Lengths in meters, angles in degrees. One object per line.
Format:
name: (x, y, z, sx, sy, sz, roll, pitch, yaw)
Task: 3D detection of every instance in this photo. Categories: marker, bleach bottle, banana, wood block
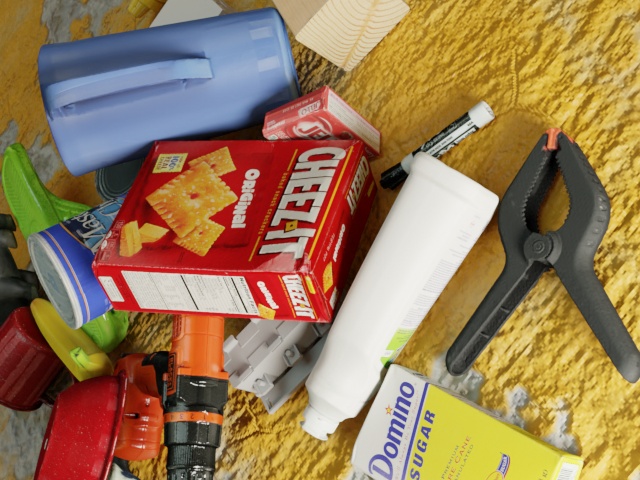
marker: (0.101, -0.082, 0.952, 0.121, 0.020, 0.020, -36, 55, 25)
bleach bottle: (0.054, 0.054, 0.886, 0.068, 0.102, 0.251, 33, 97, 24)
banana: (-0.251, 0.107, 1.095, 0.037, 0.069, 0.198, -32, 23, -19)
wood block: (-0.009, -0.279, 1.067, 0.091, 0.090, 0.206, -44, 52, 19)

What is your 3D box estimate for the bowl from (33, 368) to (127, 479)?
bowl: (-0.227, 0.191, 0.985, 0.162, 0.055, 0.162, -164, 90, -76)

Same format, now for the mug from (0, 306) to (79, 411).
mug: (-0.315, 0.135, 1.175, 0.117, 0.093, 0.081, 40, 105, 5)

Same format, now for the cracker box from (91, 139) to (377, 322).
cracker box: (-0.075, -0.015, 0.950, 0.214, 0.072, 0.164, 1, 48, 22)

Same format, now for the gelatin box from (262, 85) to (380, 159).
gelatin box: (0.002, -0.099, 0.992, 0.073, 0.089, 0.030, -18, 54, 33)

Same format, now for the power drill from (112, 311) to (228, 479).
power drill: (-0.142, 0.161, 0.997, 0.188, 0.057, 0.184, -26, 56, 56)

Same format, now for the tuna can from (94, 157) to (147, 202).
tuna can: (-0.212, -0.078, 1.198, 0.086, 0.033, 0.086, -15, 65, 35)

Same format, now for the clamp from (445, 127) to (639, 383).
clamp: (0.187, 0.015, 0.834, 0.165, 0.036, 0.210, 6, 78, 41)

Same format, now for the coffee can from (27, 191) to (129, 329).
coffee can: (-0.206, 0.013, 1.070, 0.140, 0.103, 0.103, -27, 44, -24)

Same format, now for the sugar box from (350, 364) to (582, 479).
sugar box: (0.109, 0.173, 0.836, 0.176, 0.048, 0.093, 24, 90, 41)

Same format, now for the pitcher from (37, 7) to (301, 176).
pitcher: (-0.146, -0.152, 1.042, 0.243, 0.145, 0.149, -13, 45, 2)
